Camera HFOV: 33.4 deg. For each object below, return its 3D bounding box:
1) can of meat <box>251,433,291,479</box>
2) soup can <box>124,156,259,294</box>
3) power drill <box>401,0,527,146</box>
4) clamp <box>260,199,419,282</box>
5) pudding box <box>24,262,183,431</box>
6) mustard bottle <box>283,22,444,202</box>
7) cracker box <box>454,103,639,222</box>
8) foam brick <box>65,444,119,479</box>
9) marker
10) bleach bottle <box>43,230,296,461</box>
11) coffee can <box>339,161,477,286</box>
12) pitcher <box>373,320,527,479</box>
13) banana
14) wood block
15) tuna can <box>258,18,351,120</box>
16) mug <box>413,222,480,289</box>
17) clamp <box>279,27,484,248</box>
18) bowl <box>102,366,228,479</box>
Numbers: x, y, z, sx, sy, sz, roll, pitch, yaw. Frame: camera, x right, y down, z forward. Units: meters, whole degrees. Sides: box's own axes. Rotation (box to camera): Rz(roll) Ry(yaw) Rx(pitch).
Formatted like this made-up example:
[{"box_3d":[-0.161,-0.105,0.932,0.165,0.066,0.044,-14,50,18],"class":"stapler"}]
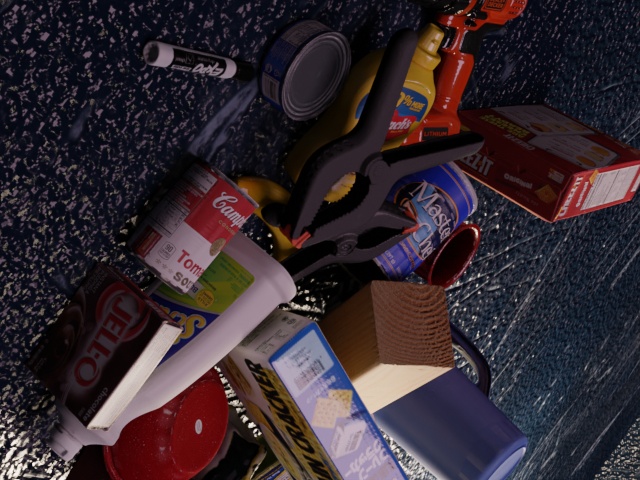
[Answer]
[{"box_3d":[-0.040,0.256,1.203,0.102,0.057,0.084,-34,129,-3],"class":"can of meat"},{"box_3d":[-0.111,-0.013,0.919,0.102,0.069,0.068,-50,150,-4],"class":"soup can"},{"box_3d":[0.118,-0.188,1.072,0.184,0.057,0.188,-5,126,-46],"class":"power drill"},{"box_3d":[0.011,0.003,1.044,0.171,0.039,0.120,-5,144,-23],"class":"clamp"},{"box_3d":[-0.183,0.089,0.901,0.113,0.090,0.039,-55,151,3],"class":"pudding box"},{"box_3d":[0.053,-0.123,1.007,0.096,0.058,0.192,16,120,-40],"class":"mustard bottle"},{"box_3d":[0.272,-0.097,1.277,0.213,0.164,0.072,-13,129,-49],"class":"cracker box"},{"box_3d":[-0.202,0.234,1.063,0.051,0.053,0.078,-57,151,5],"class":"foam brick"},{"box_3d":[-0.094,-0.142,0.857,0.120,0.020,0.020,0,121,-55],"class":"marker"},{"box_3d":[-0.142,0.100,0.957,0.250,0.103,0.068,-47,155,-13],"class":"bleach bottle"},{"box_3d":[0.085,-0.023,1.151,0.140,0.103,0.103,-44,149,-17],"class":"coffee can"},{"box_3d":[0.140,0.197,1.317,0.149,0.243,0.144,-55,154,15],"class":"pitcher"},{"box_3d":[-0.043,-0.008,1.051,0.069,0.037,0.198,-41,148,-22],"class":"banana"},{"box_3d":[0.049,0.123,1.152,0.090,0.091,0.206,6,155,-25],"class":"wood block"},{"box_3d":[-0.014,-0.152,0.945,0.086,0.034,0.086,-35,146,-29],"class":"tuna can"},{"box_3d":[0.120,0.003,1.249,0.117,0.082,0.093,-20,137,-44],"class":"mug"},{"box_3d":[0.042,-0.080,0.957,0.210,0.036,0.164,-39,132,-5],"class":"clamp"},{"box_3d":[-0.137,0.174,1.033,0.161,0.055,0.162,-24,118,-55],"class":"bowl"}]
